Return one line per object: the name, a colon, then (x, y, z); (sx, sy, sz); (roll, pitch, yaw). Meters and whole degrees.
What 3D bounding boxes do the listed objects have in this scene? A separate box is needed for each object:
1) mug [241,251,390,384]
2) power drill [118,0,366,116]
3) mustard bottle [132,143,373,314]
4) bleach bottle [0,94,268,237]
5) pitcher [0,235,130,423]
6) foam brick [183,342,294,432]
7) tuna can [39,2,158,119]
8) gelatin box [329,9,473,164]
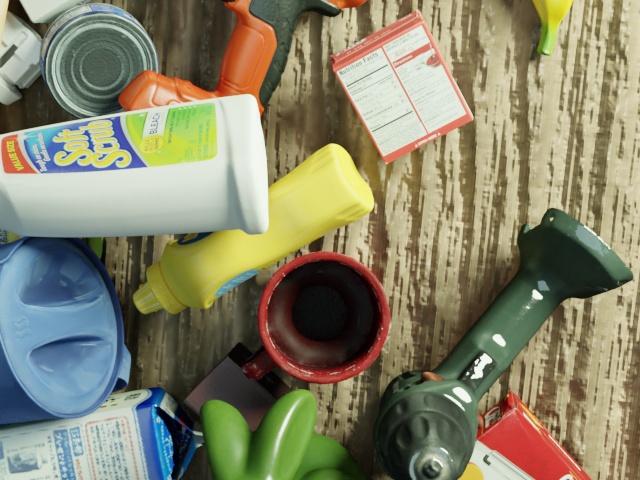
mug: (-0.009, 0.062, 0.783); (0.117, 0.081, 0.093); (-42, 93, -3)
power drill: (-0.071, -0.164, 0.763); (0.184, 0.057, 0.188); (25, 104, -20)
mustard bottle: (-0.055, 0.001, 0.786); (0.192, 0.096, 0.058); (-31, 94, 10)
bleach bottle: (-0.163, -0.039, 0.720); (0.251, 0.102, 0.068); (-7, 132, 2)
pitcher: (-0.272, 0.084, 0.799); (0.243, 0.144, 0.149); (-12, 105, 26)
foam brick: (-0.056, 0.125, 0.822); (0.078, 0.053, 0.051); (41, 100, 1)
tuna can: (-0.165, -0.132, 0.799); (0.086, 0.034, 0.086); (-7, 115, -17)
gelatin box: (0.059, -0.111, 0.776); (0.073, 0.030, 0.089); (-27, 116, 10)
